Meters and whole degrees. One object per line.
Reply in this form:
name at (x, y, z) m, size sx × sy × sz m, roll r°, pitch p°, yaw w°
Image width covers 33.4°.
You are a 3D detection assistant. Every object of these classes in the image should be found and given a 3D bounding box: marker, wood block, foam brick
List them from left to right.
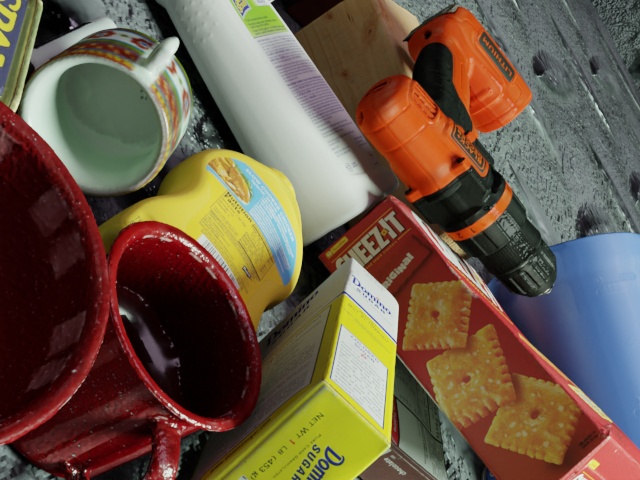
marker at (-0.142, -0.098, 0.567) m, size 0.020 × 0.020 × 0.121 m, roll 57°, pitch 26°, yaw -11°
foam brick at (0.002, -0.222, 0.922) m, size 0.051 × 0.053 × 0.078 m, roll 37°, pitch 34°, yaw -41°
wood block at (0.057, -0.080, 0.838) m, size 0.090 × 0.090 × 0.206 m, roll 12°, pitch 54°, yaw -58°

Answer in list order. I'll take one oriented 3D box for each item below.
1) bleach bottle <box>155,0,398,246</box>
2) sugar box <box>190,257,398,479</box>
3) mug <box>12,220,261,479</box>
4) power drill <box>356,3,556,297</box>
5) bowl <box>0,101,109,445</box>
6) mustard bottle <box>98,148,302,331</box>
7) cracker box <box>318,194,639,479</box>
bleach bottle at (-0.045, -0.122, 0.725) m, size 0.251 × 0.068 × 0.102 m, roll 59°, pitch 23°, yaw -1°
sugar box at (-0.008, 0.075, 0.511) m, size 0.048 × 0.093 × 0.176 m, roll 45°, pitch 15°, yaw -5°
mug at (-0.083, 0.060, 0.444) m, size 0.093 × 0.082 × 0.117 m, roll 33°, pitch 37°, yaw -45°
power drill at (0.107, -0.070, 0.746) m, size 0.184 × 0.057 × 0.187 m, roll 48°, pitch 31°, yaw -20°
bowl at (-0.156, 0.009, 0.365) m, size 0.162 × 0.055 × 0.162 m, roll 27°, pitch 43°, yaw -28°
mustard bottle at (-0.054, 0.001, 0.585) m, size 0.096 × 0.058 × 0.191 m, roll 56°, pitch 26°, yaw -10°
cracker box at (0.112, 0.085, 0.691) m, size 0.214 × 0.072 × 0.164 m, roll 52°, pitch 7°, yaw 34°
